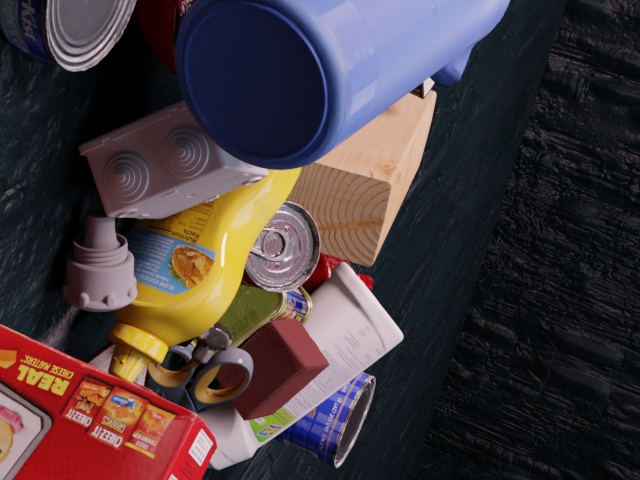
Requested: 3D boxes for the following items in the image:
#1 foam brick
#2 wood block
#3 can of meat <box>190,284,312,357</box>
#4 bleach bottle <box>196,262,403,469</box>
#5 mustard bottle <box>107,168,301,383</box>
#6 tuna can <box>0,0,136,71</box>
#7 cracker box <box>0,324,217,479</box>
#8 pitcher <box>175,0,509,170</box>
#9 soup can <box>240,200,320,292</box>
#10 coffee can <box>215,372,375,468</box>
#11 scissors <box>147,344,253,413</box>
[{"bbox_3d":[-0.042,0.111,0.925,0.078,0.053,0.051,-43,161,20],"label":"foam brick"},{"bbox_3d":[0.039,-0.073,1.005,0.205,0.091,0.090,-61,165,-56],"label":"wood block"},{"bbox_3d":[-0.065,0.069,0.956,0.102,0.057,0.084,-39,164,5],"label":"can of meat"},{"bbox_3d":[-0.044,0.136,1.023,0.251,0.068,0.102,-39,135,0],"label":"bleach bottle"},{"bbox_3d":[-0.093,0.009,0.736,0.191,0.096,0.058,-64,147,-16],"label":"mustard bottle"},{"bbox_3d":[-0.126,-0.131,0.537,0.086,0.034,0.086,90,25,-56],"label":"tuna can"},{"bbox_3d":[-0.171,0.156,0.526,0.213,0.164,0.072,-63,163,-19],"label":"cracker box"},{"bbox_3d":[0.015,-0.148,0.649,0.242,0.149,0.145,-45,168,-49],"label":"pitcher"},{"bbox_3d":[-0.055,0.001,0.823,0.068,0.102,0.068,-3,96,-32],"label":"soup can"},{"bbox_3d":[-0.026,0.163,1.120,0.102,0.140,0.103,22,90,-76],"label":"coffee can"},{"bbox_3d":[-0.132,0.139,0.917,0.202,0.096,0.016,-42,-152,39],"label":"scissors"}]
